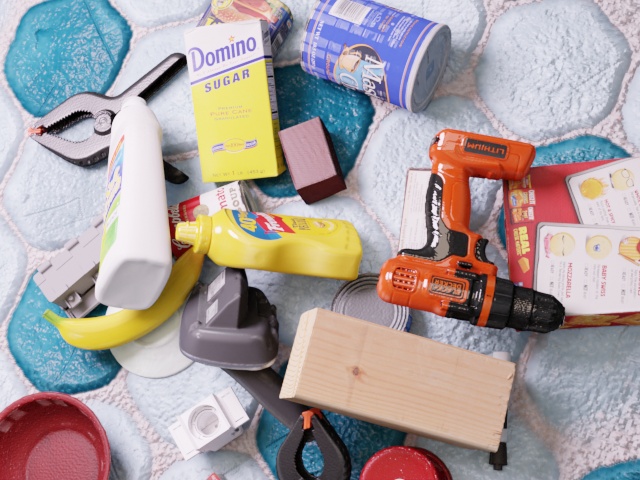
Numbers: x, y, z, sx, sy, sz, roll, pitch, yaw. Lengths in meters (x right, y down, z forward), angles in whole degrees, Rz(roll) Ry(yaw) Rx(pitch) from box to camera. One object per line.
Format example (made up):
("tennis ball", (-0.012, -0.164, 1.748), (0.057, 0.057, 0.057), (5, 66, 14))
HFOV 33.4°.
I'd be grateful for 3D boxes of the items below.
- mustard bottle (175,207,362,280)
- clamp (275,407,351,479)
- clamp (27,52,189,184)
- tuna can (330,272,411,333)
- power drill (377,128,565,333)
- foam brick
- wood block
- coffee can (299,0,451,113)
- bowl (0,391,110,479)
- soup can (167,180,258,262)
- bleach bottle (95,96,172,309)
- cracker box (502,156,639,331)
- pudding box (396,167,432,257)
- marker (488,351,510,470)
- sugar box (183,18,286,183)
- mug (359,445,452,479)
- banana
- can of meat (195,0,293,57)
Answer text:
("mustard bottle", (-0.057, 0.001, 1.131), (0.191, 0.096, 0.058), (6, 113, -15))
("clamp", (-0.015, 0.259, 1.085), (0.120, 0.039, 0.171), (-11, 84, 11))
("clamp", (-0.250, -0.148, 1.289), (0.210, 0.036, 0.164), (1, 75, 14))
("tuna can", (0.055, 0.080, 1.152), (0.086, 0.033, 0.086), (-4, 74, 12))
("power drill", (0.161, -0.008, 1.056), (0.184, 0.057, 0.187), (12, 75, 2))
("foam brick", (-0.009, -0.090, 1.206), (0.051, 0.053, 0.078), (-19, 71, 7))
("wood block", (0.076, 0.139, 1.060), (0.206, 0.090, 0.091), (17, 78, -8))
("coffee can", (0.062, -0.214, 1.198), (0.140, 0.102, 0.103), (23, 81, 18))
("bowl", (-0.296, 0.250, 1.175), (0.162, 0.055, 0.162), (-4, 73, 13))
("soup can", (-0.124, -0.021, 1.206), (0.102, 0.068, 0.068), (-20, 71, 6))
("bleach bottle", (-0.207, -0.054, 1.179), (0.068, 0.103, 0.251), (11, 49, -24))
("cracker box", (0.300, 0.003, 1.097), (0.214, 0.072, 0.164), (-5, 74, 11))
("pudding box", (0.110, -0.011, 1.135), (0.039, 0.090, 0.113), (2, 75, 14))
("marker", (0.185, 0.176, 1.101), (0.020, 0.020, 0.121), (1, 75, 14))
("sugar box", (-0.097, -0.158, 1.214), (0.093, 0.048, 0.176), (-5, 101, 12))
("mug", (0.088, 0.260, 1.067), (0.093, 0.081, 0.117), (-24, 70, 6))
("banana", (-0.209, 0.075, 1.183), (0.198, 0.037, 0.069), (-23, 104, 4))
("can of meat", (-0.093, -0.252, 1.271), (0.102, 0.057, 0.084), (25, 79, 18))
